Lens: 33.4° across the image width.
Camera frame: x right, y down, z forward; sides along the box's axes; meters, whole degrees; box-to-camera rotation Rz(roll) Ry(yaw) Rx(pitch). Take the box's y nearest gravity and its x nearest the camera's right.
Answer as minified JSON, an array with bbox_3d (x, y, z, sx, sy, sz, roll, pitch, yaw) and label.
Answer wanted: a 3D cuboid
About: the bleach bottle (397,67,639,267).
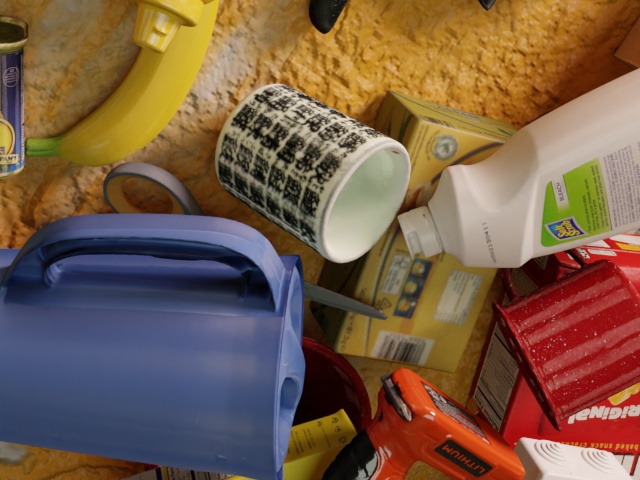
[{"bbox_3d":[0.167,-0.049,0.639,0.251,0.068,0.102,-19,124,5],"label":"bleach bottle"}]

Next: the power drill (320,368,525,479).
[{"bbox_3d":[0.041,0.188,0.688,0.184,0.057,0.188,37,99,-28],"label":"power drill"}]

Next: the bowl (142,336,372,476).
[{"bbox_3d":[-0.048,0.124,0.752,0.162,0.055,0.162,-6,116,-13],"label":"bowl"}]

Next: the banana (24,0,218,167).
[{"bbox_3d":[-0.102,-0.116,0.635,0.069,0.037,0.198,27,105,-25],"label":"banana"}]

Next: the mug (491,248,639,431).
[{"bbox_3d":[0.163,0.054,0.693,0.081,0.093,0.117,-27,76,3],"label":"mug"}]

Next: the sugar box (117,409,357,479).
[{"bbox_3d":[-0.052,0.185,0.721,0.176,0.048,0.093,-18,118,-8],"label":"sugar box"}]

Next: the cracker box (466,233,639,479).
[{"bbox_3d":[0.209,0.101,0.806,0.164,0.072,0.214,6,113,-17],"label":"cracker box"}]

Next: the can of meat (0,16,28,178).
[{"bbox_3d":[-0.219,-0.082,0.607,0.102,0.057,0.084,0,117,-15],"label":"can of meat"}]

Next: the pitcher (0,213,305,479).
[{"bbox_3d":[-0.130,0.058,0.624,0.243,0.145,0.149,5,89,4],"label":"pitcher"}]

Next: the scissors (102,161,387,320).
[{"bbox_3d":[-0.054,0.001,0.668,0.202,0.016,0.096,8,129,6],"label":"scissors"}]
